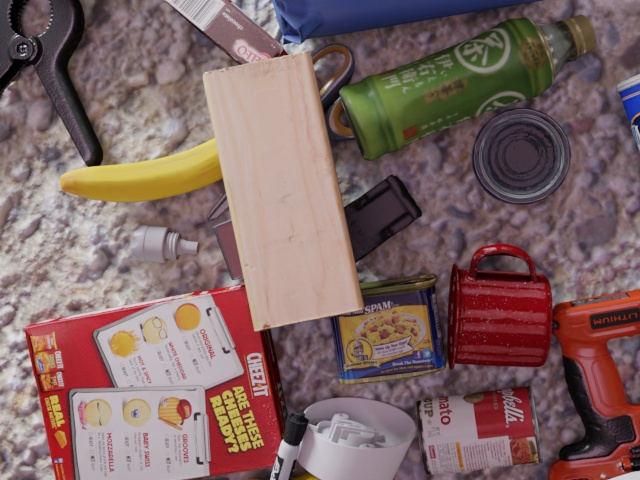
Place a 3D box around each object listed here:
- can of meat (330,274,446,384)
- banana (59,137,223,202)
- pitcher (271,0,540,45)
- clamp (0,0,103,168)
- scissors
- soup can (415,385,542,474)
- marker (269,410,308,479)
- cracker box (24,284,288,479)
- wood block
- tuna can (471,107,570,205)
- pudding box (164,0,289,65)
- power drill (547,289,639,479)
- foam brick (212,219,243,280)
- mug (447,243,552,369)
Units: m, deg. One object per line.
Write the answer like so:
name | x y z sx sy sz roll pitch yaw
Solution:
can of meat | 0.059 0.079 0.953 0.102 0.057 0.084 -8 93 9
banana | -0.136 -0.069 0.972 0.198 0.069 0.037 -19 46 12
pitcher | 0.073 -0.255 0.910 0.243 0.145 0.149 -6 104 4
clamp | -0.281 -0.172 1.000 0.164 0.036 0.210 1 90 8
scissors | -0.015 -0.083 0.977 0.096 0.016 0.202 31 96 6
soup can | 0.139 0.168 0.940 0.102 0.068 0.068 -8 91 9
marker | -0.033 0.202 0.924 0.020 0.020 0.121 18 106 7
cracker box | -0.145 0.135 0.977 0.214 0.072 0.164 -11 93 7
wood block | -0.028 -0.037 0.868 0.090 0.091 0.206 -12 87 1
tuna can | 0.177 -0.074 0.942 0.086 0.033 0.086 0 92 8
pudding box | -0.077 -0.183 0.945 0.113 0.090 0.039 42 94 5
power drill | 0.280 0.138 0.924 0.184 0.057 0.187 -10 91 8
foam brick | -0.056 0.001 0.956 0.053 0.078 0.051 -21 90 10
mug | 0.154 0.057 0.919 0.081 0.093 0.117 3 113 3
